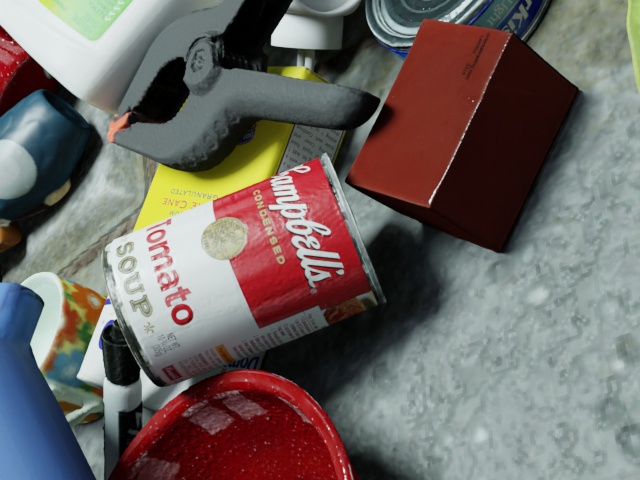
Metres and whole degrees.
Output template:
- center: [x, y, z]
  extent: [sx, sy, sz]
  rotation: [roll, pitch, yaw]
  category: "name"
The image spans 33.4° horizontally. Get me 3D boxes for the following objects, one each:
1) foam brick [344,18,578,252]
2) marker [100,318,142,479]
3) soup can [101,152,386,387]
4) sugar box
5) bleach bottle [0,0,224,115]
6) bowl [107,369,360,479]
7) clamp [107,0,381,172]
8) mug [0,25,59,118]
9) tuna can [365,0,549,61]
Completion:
- center: [0.058, -0.043, 0.437]
  extent: [0.053, 0.051, 0.078]
  rotation: [24, 87, 49]
  category: "foam brick"
- center: [-0.091, 0.088, 0.490]
  extent: [0.020, 0.020, 0.121]
  rotation: [44, 137, 49]
  category: "marker"
- center: [-0.032, 0.013, 0.449]
  extent: [0.102, 0.068, 0.068]
  rotation: [-22, 48, 2]
  category: "soup can"
- center: [-0.054, 0.001, 0.533]
  extent: [0.094, 0.048, 0.176]
  rotation: [9, 74, 48]
  category: "sugar box"
- center: [-0.061, -0.189, 0.549]
  extent: [0.103, 0.068, 0.251]
  rotation: [43, 101, 23]
  category: "bleach bottle"
- center: [-0.029, 0.136, 0.422]
  extent: [0.162, 0.055, 0.162]
  rotation: [-24, 52, 36]
  category: "bowl"
- center: [-0.040, -0.090, 0.496]
  extent: [0.172, 0.039, 0.120]
  rotation: [-14, 64, 42]
  category: "clamp"
- center: [-0.231, -0.123, 0.731]
  extent: [0.093, 0.081, 0.117]
  rotation: [-49, -16, -57]
  category: "mug"
- center: [0.062, -0.117, 0.489]
  extent: [0.086, 0.033, 0.086]
  rotation: [-24, 52, 35]
  category: "tuna can"
